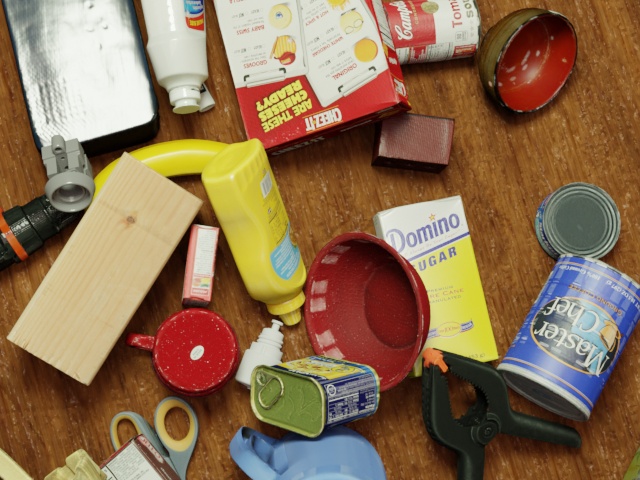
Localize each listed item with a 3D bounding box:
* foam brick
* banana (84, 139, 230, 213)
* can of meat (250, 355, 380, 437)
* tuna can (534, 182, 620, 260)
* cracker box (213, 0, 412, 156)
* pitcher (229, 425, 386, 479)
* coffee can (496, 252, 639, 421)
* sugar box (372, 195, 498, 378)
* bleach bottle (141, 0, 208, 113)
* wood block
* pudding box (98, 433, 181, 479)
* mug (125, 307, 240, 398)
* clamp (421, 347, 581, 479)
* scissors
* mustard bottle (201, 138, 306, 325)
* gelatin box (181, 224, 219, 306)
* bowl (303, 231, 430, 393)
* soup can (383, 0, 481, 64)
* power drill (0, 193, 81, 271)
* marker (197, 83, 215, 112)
[{"bbox_3d":[0.097,-0.104,1.131,0.078,0.053,0.051,7,81,-4],"label":"foam brick"},{"bbox_3d":[-0.165,-0.067,1.108,0.197,0.037,0.069,-24,103,-8],"label":"banana"},{"bbox_3d":[-0.005,0.148,1.044,0.083,0.102,0.057,-8,101,-44],"label":"can of meat"},{"bbox_3d":[0.275,-0.018,1.148,0.086,0.034,0.086,1,82,-6],"label":"tuna can"},{"bbox_3d":[-0.014,-0.212,1.098,0.164,0.072,0.214,-17,84,19],"label":"cracker box"},{"bbox_3d":[-0.004,0.241,0.975,0.149,0.243,0.145,-9,87,-2],"label":"pitcher"},{"bbox_3d":[0.258,0.099,1.092,0.103,0.103,0.140,32,77,-1],"label":"coffee can"},{"bbox_3d":[0.119,0.048,1.115,0.093,0.048,0.176,-12,85,-8],"label":"sugar box"},{"bbox_3d":[-0.151,-0.252,1.094,0.068,0.102,0.251,-11,81,12],"label":"bleach bottle"},{"bbox_3d":[-0.207,0.025,1.040,0.090,0.090,0.206,33,89,-9],"label":"wood block"},{"bbox_3d":[-0.178,0.261,1.047,0.090,0.039,0.113,-40,86,7],"label":"pudding box"},{"bbox_3d":[-0.136,0.108,1.060,0.117,0.081,0.093,14,81,-4],"label":"mug"},{"bbox_3d":[0.156,0.196,1.072,0.164,0.036,0.210,-46,114,-8],"label":"clamp"},{"bbox_3d":[-0.129,0.242,1.073,0.096,0.016,0.202,-41,88,-4],"label":"scissors"},{"bbox_3d":[-0.057,0.001,1.071,0.058,0.096,0.191,-12,115,18],"label":"mustard bottle"},{"bbox_3d":[-0.120,0.027,1.070,0.030,0.089,0.073,7,81,-7],"label":"gelatin box"},{"bbox_3d":[0.057,0.070,1.072,0.055,0.162,0.162,-6,81,-44],"label":"bowl"},{"bbox_3d":[0.113,-0.225,1.142,0.102,0.068,0.068,-8,83,-8],"label":"soup can"},{"bbox_3d":[-0.358,-0.052,1.071,0.184,0.057,0.187,-33,86,-12],"label":"power drill"},{"bbox_3d":[-0.148,-0.193,1.133,0.020,0.020,0.121,-28,86,-9],"label":"marker"}]
